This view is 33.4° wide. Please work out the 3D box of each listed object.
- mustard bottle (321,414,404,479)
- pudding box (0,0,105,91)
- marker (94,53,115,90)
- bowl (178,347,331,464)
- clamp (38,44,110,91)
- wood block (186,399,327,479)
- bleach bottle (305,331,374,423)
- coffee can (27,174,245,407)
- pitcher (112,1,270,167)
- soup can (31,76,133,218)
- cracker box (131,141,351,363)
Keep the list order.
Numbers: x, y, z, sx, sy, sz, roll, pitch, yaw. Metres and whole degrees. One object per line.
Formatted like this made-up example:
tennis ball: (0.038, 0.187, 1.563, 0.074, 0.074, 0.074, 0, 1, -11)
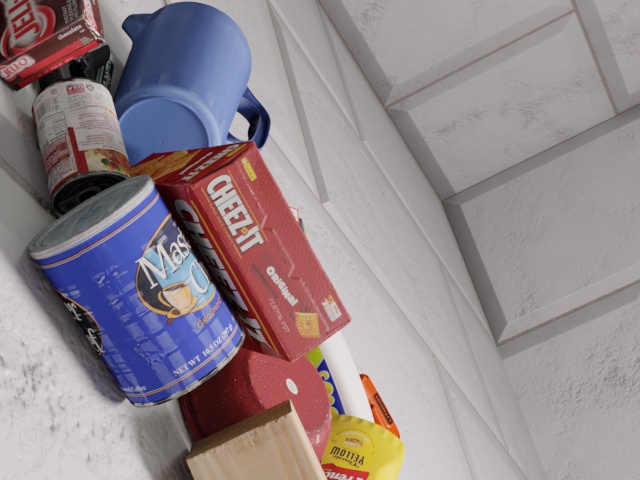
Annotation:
mustard bottle: (0.011, 0.239, 0.995, 0.191, 0.096, 0.058, -52, 158, -59)
pudding box: (-0.231, -0.190, 0.886, 0.039, 0.090, 0.113, 51, 17, -50)
marker: (-0.215, -0.151, 1.042, 0.020, 0.020, 0.121, 56, 14, -32)
bowl: (-0.043, 0.140, 0.934, 0.162, 0.055, 0.162, 32, 36, -27)
clamp: (-0.233, -0.172, 0.963, 0.120, 0.039, 0.171, 52, 17, -35)
wood block: (-0.020, 0.239, 0.829, 0.091, 0.090, 0.206, 149, -83, -86)
bleach bottle: (0.011, 0.175, 1.117, 0.251, 0.103, 0.068, 62, 19, -3)
coffee can: (-0.134, 0.037, 0.790, 0.140, 0.103, 0.102, 60, 13, -17)
pitcher: (-0.134, -0.139, 1.073, 0.243, 0.149, 0.145, -89, 174, -62)
soup can: (-0.192, -0.073, 0.861, 0.068, 0.068, 0.102, 44, 22, -57)
cracker box: (-0.087, 0.008, 0.885, 0.214, 0.072, 0.164, 5, -52, 62)
